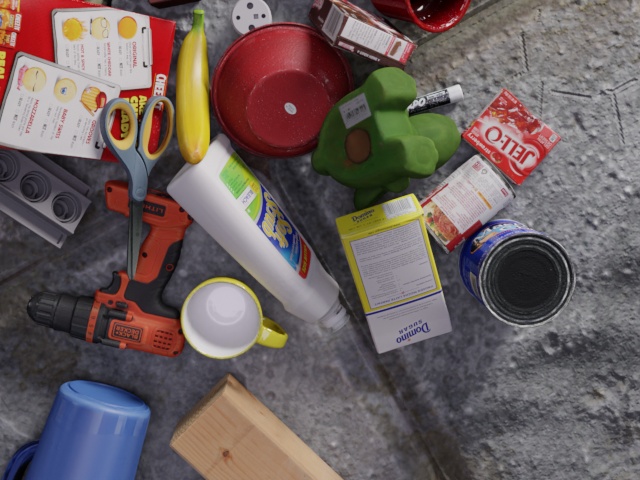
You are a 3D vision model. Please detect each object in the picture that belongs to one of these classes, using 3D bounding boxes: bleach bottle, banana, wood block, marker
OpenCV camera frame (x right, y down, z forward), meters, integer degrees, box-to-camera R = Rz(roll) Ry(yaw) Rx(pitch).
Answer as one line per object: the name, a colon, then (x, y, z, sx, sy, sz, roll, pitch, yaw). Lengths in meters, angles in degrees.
bleach bottle: (-0.058, 0.001, 1.203, 0.068, 0.102, 0.250, -36, 104, 29)
banana: (-0.141, -0.155, 1.166, 0.037, 0.069, 0.198, -3, 63, -1)
wood block: (-0.064, 0.262, 1.228, 0.206, 0.090, 0.091, 44, 95, -6)
marker: (0.103, -0.152, 1.218, 0.121, 0.020, 0.020, -17, 97, 1)

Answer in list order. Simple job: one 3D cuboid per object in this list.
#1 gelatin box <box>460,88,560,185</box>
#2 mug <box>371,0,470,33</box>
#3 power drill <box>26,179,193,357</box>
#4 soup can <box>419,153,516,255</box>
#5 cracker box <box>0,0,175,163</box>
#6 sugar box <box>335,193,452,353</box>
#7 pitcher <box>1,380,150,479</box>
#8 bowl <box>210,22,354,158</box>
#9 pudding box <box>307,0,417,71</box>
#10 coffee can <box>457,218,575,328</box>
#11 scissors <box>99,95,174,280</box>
gelatin box: (0.217, -0.117, 1.219, 0.089, 0.030, 0.073, 41, 94, -5)
mug: (0.095, -0.276, 1.152, 0.117, 0.082, 0.093, -9, 112, -32)
power drill: (-0.228, 0.030, 1.215, 0.184, 0.057, 0.188, 14, 99, -7)
soup can: (0.161, -0.042, 1.208, 0.102, 0.068, 0.068, -40, 96, 3)
cracker box: (-0.270, -0.172, 1.129, 0.213, 0.072, 0.164, 4, 99, -41)
sugar box: (0.084, 0.040, 1.191, 0.093, 0.048, 0.176, -17, 128, 1)
pitcher: (-0.287, 0.285, 1.216, 0.149, 0.145, 0.243, 17, 92, -15)
bowl: (-0.038, -0.153, 1.169, 0.162, 0.055, 0.162, -4, 119, -7)
pudding box: (0.043, -0.226, 1.150, 0.090, 0.113, 0.039, 18, 112, -23)
coffee can: (0.213, 0.034, 1.181, 0.103, 0.140, 0.103, 0, 97, -2)
scissors: (-0.211, -0.065, 1.145, 0.096, 0.016, 0.202, 20, 85, -40)
